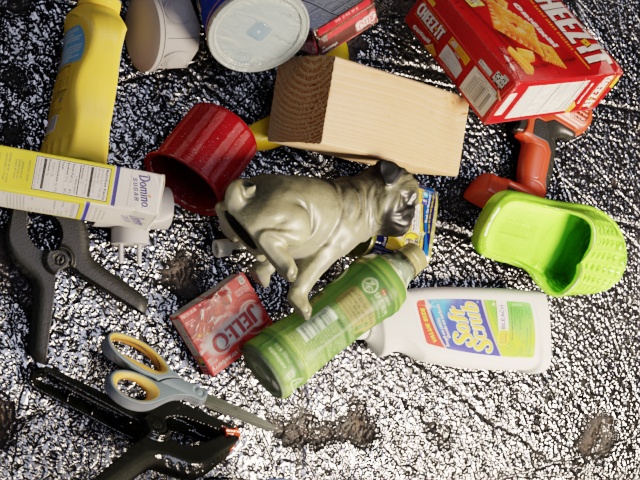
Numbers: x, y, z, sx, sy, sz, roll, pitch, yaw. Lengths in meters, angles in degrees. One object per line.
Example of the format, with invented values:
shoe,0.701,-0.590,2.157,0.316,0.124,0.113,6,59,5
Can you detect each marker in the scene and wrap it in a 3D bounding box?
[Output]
marker,-0.057,0.001,1.140,0.120,0.020,0.020,-8,88,-29

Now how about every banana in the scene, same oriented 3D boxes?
banana,-0.020,-0.160,1.171,0.069,0.037,0.197,36,68,-10

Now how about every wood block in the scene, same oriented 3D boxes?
wood block,0.054,-0.131,1.144,0.205,0.090,0.091,8,90,-42

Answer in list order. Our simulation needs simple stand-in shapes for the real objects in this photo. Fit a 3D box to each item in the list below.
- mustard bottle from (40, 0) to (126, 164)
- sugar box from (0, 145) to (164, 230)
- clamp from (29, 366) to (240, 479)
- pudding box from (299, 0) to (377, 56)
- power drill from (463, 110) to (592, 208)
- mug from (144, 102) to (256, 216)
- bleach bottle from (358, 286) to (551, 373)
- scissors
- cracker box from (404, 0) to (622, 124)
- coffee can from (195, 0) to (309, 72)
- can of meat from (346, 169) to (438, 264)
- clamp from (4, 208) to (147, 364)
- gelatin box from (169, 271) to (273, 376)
mustard bottle,-0.224,-0.161,1.025,0.058,0.096,0.191,12,78,-27
sugar box,-0.235,-0.049,0.967,0.176,0.093,0.048,7,80,-15
clamp,-0.164,0.194,1.010,0.209,0.165,0.036,16,119,-34
pudding box,-0.010,-0.242,1.142,0.089,0.114,0.039,-36,136,-27
power drill,0.237,-0.125,1.293,0.184,0.057,0.187,26,74,-20
mug,-0.113,-0.077,1.088,0.081,0.093,0.117,-57,141,-27
bleach bottle,0.143,0.104,1.215,0.250,0.068,0.102,1,84,-26
scissors,-0.133,0.160,1.048,0.201,0.016,0.096,36,29,-11
cracker box,0.225,-0.223,1.224,0.213,0.072,0.164,-13,60,-41
coffee can,-0.078,-0.255,1.077,0.102,0.103,0.140,4,48,-28
can of meat,0.081,-0.021,1.198,0.083,0.058,0.102,16,77,-28
clamp,-0.241,0.022,1.026,0.120,0.039,0.171,-17,93,-28
gelatin box,-0.099,0.085,1.102,0.089,0.030,0.073,-34,101,-27
